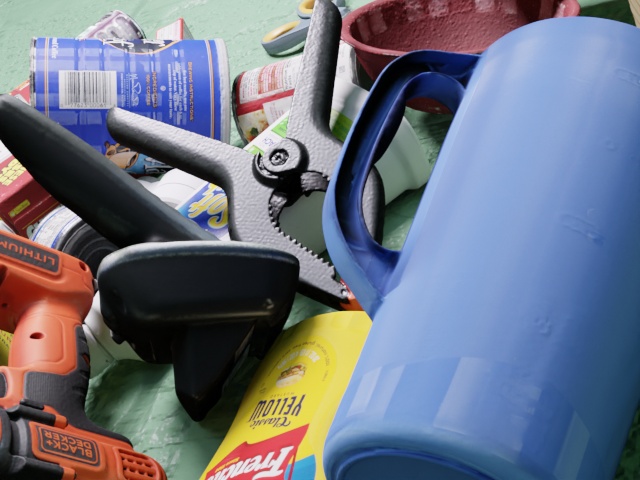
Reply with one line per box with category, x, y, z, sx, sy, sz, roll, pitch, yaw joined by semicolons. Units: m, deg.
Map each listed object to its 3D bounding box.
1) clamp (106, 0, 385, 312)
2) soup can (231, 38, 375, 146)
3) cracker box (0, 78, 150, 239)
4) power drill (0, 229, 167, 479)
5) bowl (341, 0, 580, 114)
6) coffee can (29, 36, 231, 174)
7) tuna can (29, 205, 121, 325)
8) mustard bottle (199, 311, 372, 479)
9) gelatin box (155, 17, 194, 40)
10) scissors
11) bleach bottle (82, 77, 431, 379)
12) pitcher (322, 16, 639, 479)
clamp;-0.015;-0.049;0.636;0.164;0.036;0.210;-35;62;-5
soup can;-0.006;-0.104;0.788;0.102;0.068;0.068;-12;35;26
cracker box;-0.237;-0.078;0.938;0.164;0.072;0.214;-41;34;-17
power drill;-0.175;0.067;0.558;0.057;0.184;0.188;-48;38;21
bowl;0.095;-0.128;0.727;0.162;0.055;0.162;-7;27;3
coffee can;-0.142;-0.100;0.797;0.140;0.103;0.103;-1;30;-11
tuna can;-0.153;0.018;0.715;0.034;0.086;0.086;11;49;45
mustard bottle;-0.020;0.119;0.487;0.096;0.058;0.191;-14;34;40
gelatin box;-0.115;-0.143;0.928;0.030;0.073;0.089;-25;31;7
scissors;-0.001;-0.183;0.925;0.096;0.016;0.202;-35;23;2
bleach bottle;-0.054;0.001;0.684;0.250;0.068;0.103;-40;40;-10
pitcher;0.083;0.017;0.476;0.149;0.145;0.242;-4;42;36
